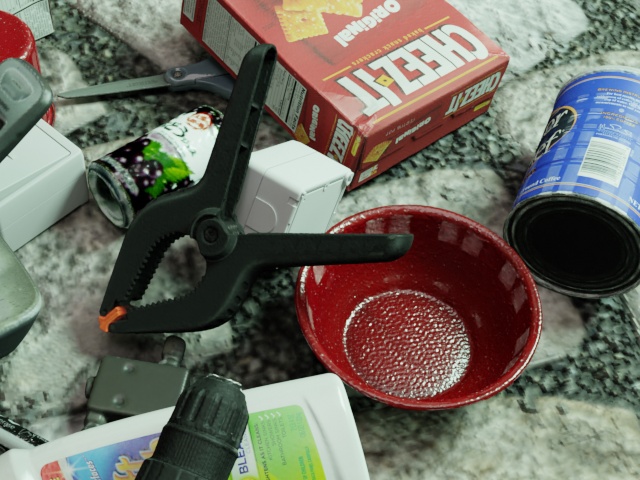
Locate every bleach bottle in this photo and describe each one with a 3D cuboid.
[{"bbox_3d":[-0.100,0.152,0.611,0.250,0.068,0.102,-13,77,-9],"label":"bleach bottle"}]

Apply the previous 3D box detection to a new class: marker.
[{"bbox_3d":[-0.204,0.115,0.661,0.121,0.020,0.020,25,54,14],"label":"marker"}]

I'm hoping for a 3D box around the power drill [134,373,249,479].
[{"bbox_3d":[-0.145,0.130,0.547,0.187,0.057,0.184,22,70,-1],"label":"power drill"}]

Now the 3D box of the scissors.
[{"bbox_3d":[-0.099,-0.120,0.859,0.201,0.016,0.096,-24,57,-22],"label":"scissors"}]

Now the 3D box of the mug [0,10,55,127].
[{"bbox_3d":[-0.255,-0.111,0.796,0.093,0.081,0.117,18,52,9],"label":"mug"}]

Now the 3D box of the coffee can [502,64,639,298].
[{"bbox_3d":[0.201,-0.043,0.769,0.103,0.103,0.140,21,53,11],"label":"coffee can"}]

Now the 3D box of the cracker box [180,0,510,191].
[{"bbox_3d":[0.017,-0.162,0.851,0.164,0.072,0.214,-31,66,-30],"label":"cracker box"}]

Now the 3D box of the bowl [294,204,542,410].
[{"bbox_3d":[0.062,0.054,0.710,0.162,0.055,0.162,2,52,-3],"label":"bowl"}]

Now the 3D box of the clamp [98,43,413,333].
[{"bbox_3d":[-0.054,0.001,0.685,0.210,0.036,0.165,-45,75,12],"label":"clamp"}]
